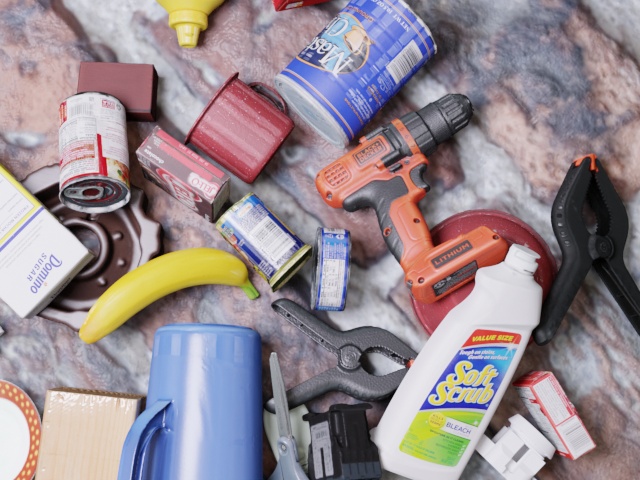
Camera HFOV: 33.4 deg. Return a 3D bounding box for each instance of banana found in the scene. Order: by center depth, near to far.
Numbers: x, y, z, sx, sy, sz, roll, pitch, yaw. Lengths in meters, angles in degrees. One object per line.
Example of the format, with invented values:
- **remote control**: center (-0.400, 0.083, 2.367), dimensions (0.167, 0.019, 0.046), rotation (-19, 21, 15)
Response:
- **banana**: center (-0.148, 0.047, 1.061), dimensions (0.197, 0.037, 0.069), rotation (-13, 97, -29)

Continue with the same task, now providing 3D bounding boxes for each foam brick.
- **foam brick**: center (-0.211, -0.154, 1.115), dimensions (0.078, 0.053, 0.051), rotation (2, 85, -3)

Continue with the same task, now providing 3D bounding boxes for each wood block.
- **wood block**: center (-0.233, 0.253, 1.058), dimensions (0.091, 0.090, 0.206), rotation (7, 84, -2)

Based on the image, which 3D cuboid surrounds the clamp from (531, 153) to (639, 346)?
- **clamp**: center (0.291, 0.016, 1.110), dimensions (0.164, 0.036, 0.210), rotation (12, 73, -26)

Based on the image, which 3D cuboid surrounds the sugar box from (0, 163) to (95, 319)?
- **sugar box**: center (-0.317, -0.014, 1.050), dimensions (0.176, 0.048, 0.093), rotation (45, 85, 2)

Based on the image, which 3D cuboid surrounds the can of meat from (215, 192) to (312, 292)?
- **can of meat**: center (-0.057, 0.001, 1.081), dimensions (0.057, 0.102, 0.084), rotation (-44, 85, -6)

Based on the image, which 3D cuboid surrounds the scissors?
- **scissors**: center (-0.044, 0.214, 1.068), dimensions (0.016, 0.096, 0.202), rotation (-18, 89, -46)

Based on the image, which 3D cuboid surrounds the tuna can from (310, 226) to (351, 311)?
- **tuna can**: center (0.010, 0.030, 1.087), dimensions (0.033, 0.086, 0.086), rotation (4, 85, -4)

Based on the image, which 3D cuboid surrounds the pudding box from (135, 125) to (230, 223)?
- **pudding box**: center (-0.136, -0.064, 1.078), dimensions (0.090, 0.113, 0.039), rotation (35, 81, 2)

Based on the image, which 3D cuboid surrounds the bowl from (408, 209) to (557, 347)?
- **bowl**: center (0.174, 0.044, 1.106), dimensions (0.162, 0.055, 0.162), rotation (0, 84, -2)

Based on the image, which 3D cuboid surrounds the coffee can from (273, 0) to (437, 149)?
- **coffee can**: center (0.036, -0.179, 1.098), dimensions (0.103, 0.103, 0.140), rotation (44, 85, 2)

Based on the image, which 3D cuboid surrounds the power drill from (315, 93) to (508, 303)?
- **power drill**: center (0.110, -0.044, 1.082), dimensions (0.184, 0.057, 0.188), rotation (-33, 62, 3)

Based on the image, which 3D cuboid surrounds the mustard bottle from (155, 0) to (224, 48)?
- **mustard bottle**: center (-0.138, -0.299, 1.126), dimensions (0.096, 0.058, 0.191), rotation (1, 85, -10)

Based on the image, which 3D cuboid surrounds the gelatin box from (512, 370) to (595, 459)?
- **gelatin box**: center (0.237, 0.176, 1.087), dimensions (0.030, 0.073, 0.089), rotation (-30, 86, -5)

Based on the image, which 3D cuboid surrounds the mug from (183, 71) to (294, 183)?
- **mug**: center (-0.076, -0.120, 1.105), dimensions (0.081, 0.093, 0.117), rotation (37, 48, -3)

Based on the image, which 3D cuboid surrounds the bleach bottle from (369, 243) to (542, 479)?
- **bleach bottle**: center (0.140, 0.117, 1.051), dimensions (0.102, 0.068, 0.251), rotation (21, 104, -12)

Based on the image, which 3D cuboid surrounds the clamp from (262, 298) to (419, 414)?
- **clamp**: center (0.022, 0.115, 1.102), dimensions (0.171, 0.039, 0.120), rotation (-2, 76, -10)

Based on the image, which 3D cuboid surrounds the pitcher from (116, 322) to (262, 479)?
- **pitcher**: center (-0.122, 0.204, 1.039), dimensions (0.145, 0.149, 0.243), rotation (3, 80, -7)

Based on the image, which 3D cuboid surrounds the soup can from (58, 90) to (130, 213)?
- **soup can**: center (-0.224, -0.087, 1.051), dimensions (0.068, 0.068, 0.102), rotation (-7, 63, -2)
